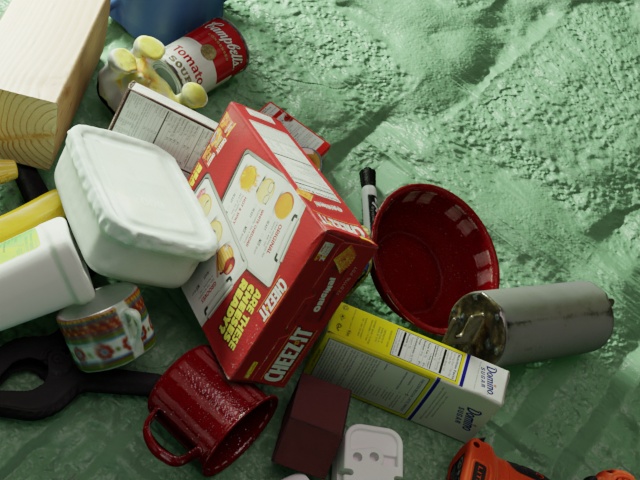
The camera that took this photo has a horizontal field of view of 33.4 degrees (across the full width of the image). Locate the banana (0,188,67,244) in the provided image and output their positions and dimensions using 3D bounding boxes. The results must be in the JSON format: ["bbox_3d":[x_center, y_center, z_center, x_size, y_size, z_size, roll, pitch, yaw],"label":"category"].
[{"bbox_3d":[-0.315,-0.006,0.980,0.197,0.037,0.069,-13,56,-6],"label":"banana"}]

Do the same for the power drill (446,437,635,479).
[{"bbox_3d":[0.201,0.271,0.966,0.187,0.057,0.184,22,49,-5],"label":"power drill"}]

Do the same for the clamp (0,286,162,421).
[{"bbox_3d":[-0.237,0.105,0.961,0.171,0.039,0.120,-11,53,-31],"label":"clamp"}]

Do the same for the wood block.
[{"bbox_3d":[-0.286,-0.179,1.089,0.090,0.090,0.206,15,44,-6],"label":"wood block"}]

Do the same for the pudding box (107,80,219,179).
[{"bbox_3d":[-0.155,-0.091,1.052,0.113,0.090,0.039,26,14,-11],"label":"pudding box"}]

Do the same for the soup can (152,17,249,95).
[{"bbox_3d":[-0.138,-0.195,1.179,0.068,0.069,0.102,42,56,14],"label":"soup can"}]

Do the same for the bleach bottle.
[{"bbox_3d":[-0.323,0.061,0.910,0.250,0.068,0.103,-23,21,-10],"label":"bleach bottle"}]

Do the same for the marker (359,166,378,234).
[{"bbox_3d":[0.054,-0.030,1.152,0.020,0.020,0.121,7,55,-12],"label":"marker"}]

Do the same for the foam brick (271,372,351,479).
[{"bbox_3d":[-0.007,0.166,0.960,0.051,0.053,0.078,21,26,-2],"label":"foam brick"}]

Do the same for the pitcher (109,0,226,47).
[{"bbox_3d":[-0.142,-0.332,1.162,0.145,0.243,0.149,27,59,-1],"label":"pitcher"}]

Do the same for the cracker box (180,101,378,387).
[{"bbox_3d":[-0.056,0.001,0.966,0.072,0.164,0.214,15,27,-39],"label":"cracker box"}]

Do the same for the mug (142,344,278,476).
[{"bbox_3d":[-0.105,0.152,0.935,0.081,0.093,0.117,40,50,18],"label":"mug"}]

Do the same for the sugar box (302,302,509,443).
[{"bbox_3d":[0.079,0.125,1.007,0.176,0.093,0.048,21,54,-3],"label":"sugar box"}]

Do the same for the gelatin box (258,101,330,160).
[{"bbox_3d":[-0.046,-0.101,1.165,0.089,0.030,0.073,36,55,9],"label":"gelatin box"}]

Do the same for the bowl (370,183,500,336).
[{"bbox_3d":[0.104,0.026,1.088,0.161,0.055,0.162,12,66,-29],"label":"bowl"}]
